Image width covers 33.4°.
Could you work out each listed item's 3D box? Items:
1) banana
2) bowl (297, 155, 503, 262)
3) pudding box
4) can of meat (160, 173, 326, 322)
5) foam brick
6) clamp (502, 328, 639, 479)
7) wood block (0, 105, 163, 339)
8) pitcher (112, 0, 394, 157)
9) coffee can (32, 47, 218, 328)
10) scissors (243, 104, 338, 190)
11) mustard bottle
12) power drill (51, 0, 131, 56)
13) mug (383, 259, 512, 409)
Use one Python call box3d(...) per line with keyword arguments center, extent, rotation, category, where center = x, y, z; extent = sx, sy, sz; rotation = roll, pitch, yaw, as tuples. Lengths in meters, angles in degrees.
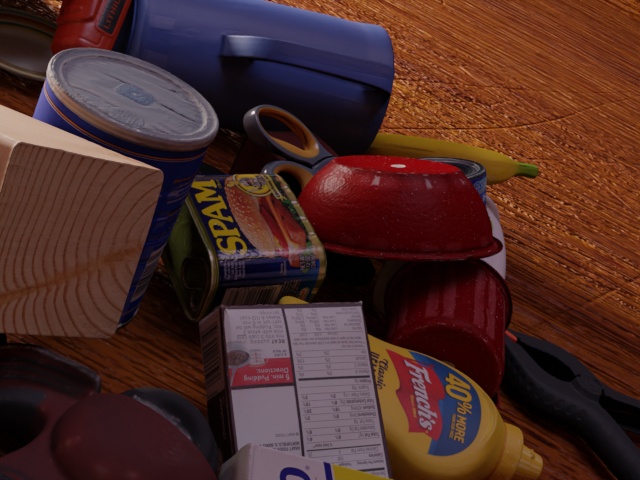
box3d(center=(0.095, -0.073, 0.978), extent=(0.198, 0.037, 0.069), rotation=(13, -4, 33), category="banana")
box3d(center=(0.052, -0.028, 0.762), extent=(0.162, 0.055, 0.162), rotation=(4, 12, -1), category="bowl")
box3d(center=(-0.014, 0.091, 0.582), extent=(0.089, 0.039, 0.113), rotation=(1, 71, -25), category="pudding box")
box3d(center=(-0.055, 0.001, 0.698), extent=(0.083, 0.058, 0.102), rotation=(-3, 46, -30), category="can of meat")
box3d(center=(-0.029, -0.058, 0.895), extent=(0.078, 0.053, 0.051), rotation=(-7, 42, -47), category="foam brick")
box3d(center=(0.195, 0.126, 0.789), extent=(0.171, 0.039, 0.120), rotation=(28, 21, 11), category="clamp")
box3d(center=(-0.191, -0.027, 0.555), extent=(0.206, 0.090, 0.090), rotation=(23, 7, 37), category="wood block")
box3d(center=(-0.060, -0.157, 0.954), extent=(0.242, 0.149, 0.145), rotation=(10, 44, -24), category="pitcher")
box3d(center=(-0.134, -0.030, 0.644), extent=(0.102, 0.140, 0.103), rotation=(22, 27, -12), category="coffee can")
box3d(center=(0.015, -0.042, 0.863), extent=(0.201, 0.016, 0.096), rotation=(30, 49, -36), category="scissors")
box3d(center=(0.050, 0.108, 0.660), extent=(0.191, 0.058, 0.096), rotation=(24, 36, -9), category="mustard bottle")
box3d(center=(-0.230, -0.207, 0.812), extent=(0.057, 0.184, 0.187), rotation=(5, -22, 35), category="power drill")
box3d(center=(0.092, 0.076, 0.741), extent=(0.117, 0.093, 0.081), rotation=(58, 23, -22), category="mug")
